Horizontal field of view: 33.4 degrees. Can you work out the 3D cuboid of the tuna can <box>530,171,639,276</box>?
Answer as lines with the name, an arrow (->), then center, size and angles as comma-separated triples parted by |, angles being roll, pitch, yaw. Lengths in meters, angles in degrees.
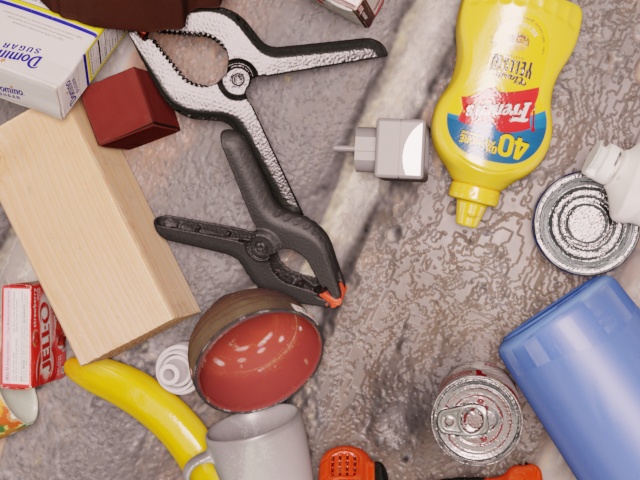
tuna can -> 0.214, -0.014, 0.861 | 0.086, 0.033, 0.086 | 0, 91, 9

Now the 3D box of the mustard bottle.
mustard bottle -> 0.141, -0.104, 0.860 | 0.096, 0.058, 0.191 | 14, 94, -2

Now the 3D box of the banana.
banana -> -0.140, 0.163, 0.921 | 0.070, 0.037, 0.198 | -41, 85, 7

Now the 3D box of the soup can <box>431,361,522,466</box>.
soup can -> 0.124, 0.134, 0.844 | 0.068, 0.102, 0.068 | 0, 91, 9

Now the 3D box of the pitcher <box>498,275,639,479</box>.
pitcher -> 0.255, 0.146, 0.819 | 0.145, 0.149, 0.243 | -38, 82, 23

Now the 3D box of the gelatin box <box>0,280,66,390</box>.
gelatin box -> -0.246, 0.080, 0.919 | 0.030, 0.073, 0.089 | 0, 91, 9

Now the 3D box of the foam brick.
foam brick -> -0.160, -0.110, 0.900 | 0.053, 0.078, 0.051 | -19, 89, 9

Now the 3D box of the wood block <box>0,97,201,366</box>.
wood block -> -0.194, -0.009, 0.902 | 0.091, 0.090, 0.206 | -28, 86, 8

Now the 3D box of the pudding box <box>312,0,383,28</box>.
pudding box -> -0.006, -0.218, 0.867 | 0.113, 0.090, 0.039 | 29, 97, 7

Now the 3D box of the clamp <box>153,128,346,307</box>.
clamp -> -0.056, 0.001, 0.895 | 0.171, 0.039, 0.120 | 48, 124, -7

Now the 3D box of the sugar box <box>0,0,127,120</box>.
sugar box -> -0.210, -0.185, 0.878 | 0.093, 0.048, 0.176 | 21, 59, 9

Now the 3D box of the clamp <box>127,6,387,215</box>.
clamp -> -0.059, -0.140, 0.888 | 0.210, 0.036, 0.164 | 34, 93, -7
